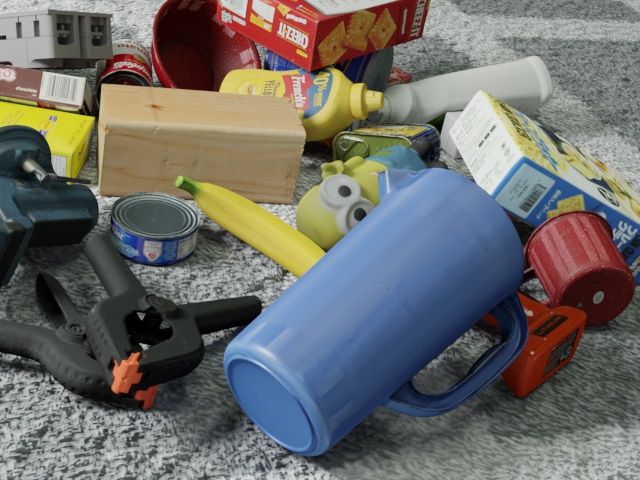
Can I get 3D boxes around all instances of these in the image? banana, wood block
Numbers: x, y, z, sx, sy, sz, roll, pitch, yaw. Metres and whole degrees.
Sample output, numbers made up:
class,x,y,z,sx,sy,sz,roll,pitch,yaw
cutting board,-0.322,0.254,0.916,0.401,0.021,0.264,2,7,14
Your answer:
class,x,y,z,sx,sy,sz,roll,pitch,yaw
banana,-0.053,-0.003,1.034,0.198,0.037,0.069,31,17,16
wood block,-0.130,-0.102,1.135,0.205,0.090,0.091,2,33,-16

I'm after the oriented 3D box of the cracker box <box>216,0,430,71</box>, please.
class,x,y,z,sx,sy,sz,roll,pitch,yaw
cracker box,0.005,-0.284,1.302,0.164,0.072,0.213,33,38,31

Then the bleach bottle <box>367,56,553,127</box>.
class,x,y,z,sx,sy,sz,roll,pitch,yaw
bleach bottle,0.172,-0.182,1.365,0.250,0.103,0.068,-10,74,-31

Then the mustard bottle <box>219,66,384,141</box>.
class,x,y,z,sx,sy,sz,roll,pitch,yaw
mustard bottle,-0.021,-0.157,1.231,0.192,0.058,0.096,0,53,16

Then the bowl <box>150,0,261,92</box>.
class,x,y,z,sx,sy,sz,roll,pitch,yaw
bowl,-0.150,-0.218,1.308,0.161,0.055,0.162,17,63,-37

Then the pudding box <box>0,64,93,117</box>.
class,x,y,z,sx,sy,sz,roll,pitch,yaw
pudding box,-0.313,-0.163,1.184,0.113,0.039,0.090,10,-5,-6

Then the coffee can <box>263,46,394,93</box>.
class,x,y,z,sx,sy,sz,roll,pitch,yaw
coffee can,0.011,-0.227,1.379,0.140,0.103,0.102,21,31,15

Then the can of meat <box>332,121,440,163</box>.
class,x,y,z,sx,sy,sz,roll,pitch,yaw
can of meat,0.077,-0.102,1.217,0.102,0.057,0.083,7,20,28

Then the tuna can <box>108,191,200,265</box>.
class,x,y,z,sx,sy,sz,roll,pitch,yaw
tuna can,-0.160,-0.012,1.027,0.086,0.034,0.086,9,30,-5

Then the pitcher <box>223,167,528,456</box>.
class,x,y,z,sx,sy,sz,roll,pitch,yaw
pitcher,0.049,0.064,0.845,0.149,0.145,0.242,22,49,39

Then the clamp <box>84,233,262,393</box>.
class,x,y,z,sx,sy,sz,roll,pitch,yaw
clamp,-0.143,0.059,0.863,0.164,0.036,0.210,24,20,2

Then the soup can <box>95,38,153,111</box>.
class,x,y,z,sx,sy,sz,roll,pitch,yaw
soup can,-0.232,-0.191,1.268,0.068,0.068,0.102,4,31,-13

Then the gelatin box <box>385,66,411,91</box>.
class,x,y,z,sx,sy,sz,roll,pitch,yaw
gelatin box,0.068,-0.226,1.469,0.089,0.030,0.073,33,36,32

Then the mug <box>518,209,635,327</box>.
class,x,y,z,sx,sy,sz,roll,pitch,yaw
mug,0.245,0.035,1.048,0.117,0.093,0.081,-21,38,6

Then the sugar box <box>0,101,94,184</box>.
class,x,y,z,sx,sy,sz,roll,pitch,yaw
sugar box,-0.335,-0.110,1.120,0.176,0.048,0.093,12,30,-3

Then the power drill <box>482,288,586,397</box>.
class,x,y,z,sx,sy,sz,roll,pitch,yaw
power drill,0.131,0.064,0.976,0.188,0.057,0.184,33,43,31

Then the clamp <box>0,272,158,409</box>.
class,x,y,z,sx,sy,sz,roll,pitch,yaw
clamp,-0.207,0.084,0.843,0.172,0.039,0.120,29,33,27
